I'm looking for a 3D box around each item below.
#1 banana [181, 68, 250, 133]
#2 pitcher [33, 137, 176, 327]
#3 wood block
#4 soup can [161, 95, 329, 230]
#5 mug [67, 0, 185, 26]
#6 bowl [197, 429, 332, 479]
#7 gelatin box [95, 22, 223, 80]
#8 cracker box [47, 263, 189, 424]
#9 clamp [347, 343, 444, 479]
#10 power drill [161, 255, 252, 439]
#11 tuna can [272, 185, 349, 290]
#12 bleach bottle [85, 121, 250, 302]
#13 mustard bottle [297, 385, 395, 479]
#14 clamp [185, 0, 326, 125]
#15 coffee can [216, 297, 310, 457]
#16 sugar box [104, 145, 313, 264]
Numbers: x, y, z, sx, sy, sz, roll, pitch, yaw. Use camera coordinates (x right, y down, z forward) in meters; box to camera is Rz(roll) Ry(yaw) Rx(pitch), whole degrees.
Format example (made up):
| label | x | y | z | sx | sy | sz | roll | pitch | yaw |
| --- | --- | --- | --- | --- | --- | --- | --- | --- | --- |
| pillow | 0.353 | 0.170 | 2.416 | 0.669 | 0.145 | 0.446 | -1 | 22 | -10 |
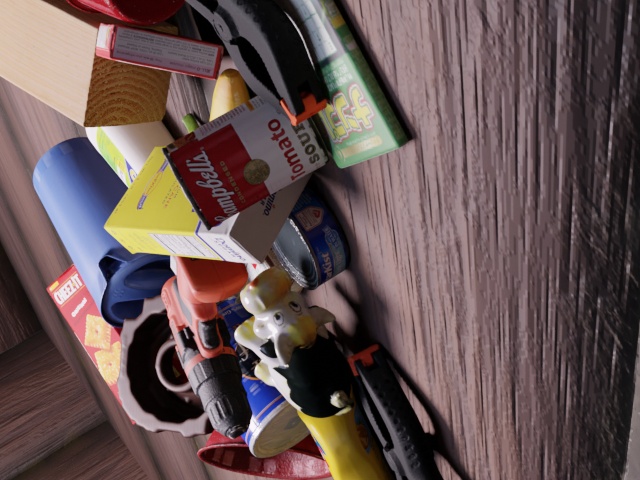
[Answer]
| label | x | y | z | sx | sy | sz | roll | pitch | yaw |
| --- | --- | --- | --- | --- | --- | --- | --- | --- | --- |
| banana | -0.091 | -0.094 | 0.928 | 0.069 | 0.037 | 0.198 | 60 | 161 | -5 |
| pitcher | -0.261 | -0.014 | 1.349 | 0.243 | 0.144 | 0.149 | 52 | 146 | 31 |
| wood block | -0.234 | -0.183 | 0.977 | 0.206 | 0.090 | 0.091 | 30 | 118 | 35 |
| soup can | -0.053 | -0.061 | 0.764 | 0.068 | 0.102 | 0.068 | 61 | 177 | 4 |
| mug | -0.147 | -0.224 | 0.820 | 0.082 | 0.093 | 0.117 | 31 | 110 | 45 |
| bowl | -0.056 | 0.226 | 1.206 | 0.162 | 0.162 | 0.055 | 110 | 167 | -66 |
| gelatin box | -0.129 | -0.153 | 0.853 | 0.073 | 0.089 | 0.030 | -147 | 66 | -67 |
| cracker box | -0.236 | 0.118 | 1.416 | 0.072 | 0.164 | 0.214 | -39 | 80 | 27 |
| clamp | 0.081 | 0.189 | 0.912 | 0.210 | 0.036 | 0.165 | 67 | 168 | -17 |
| power drill | -0.105 | 0.070 | 0.990 | 0.188 | 0.057 | 0.184 | 101 | 148 | -51 |
| tuna can | -0.014 | -0.004 | 0.875 | 0.086 | 0.033 | 0.086 | 49 | 158 | 27 |
| bleach bottle | -0.149 | -0.045 | 1.109 | 0.251 | 0.068 | 0.103 | 52 | 159 | 13 |
| mustard bottle | 0.025 | 0.194 | 1.022 | 0.096 | 0.058 | 0.191 | -90 | -25 | -77 |
| clamp | -0.054 | -0.156 | 0.700 | 0.171 | 0.039 | 0.120 | 49 | 166 | 12 |
| coffee can | -0.067 | 0.139 | 1.111 | 0.140 | 0.102 | 0.103 | 49 | 158 | 27 |
| sugar box | -0.095 | -0.033 | 0.867 | 0.177 | 0.093 | 0.048 | 1 | 146 | 49 |
